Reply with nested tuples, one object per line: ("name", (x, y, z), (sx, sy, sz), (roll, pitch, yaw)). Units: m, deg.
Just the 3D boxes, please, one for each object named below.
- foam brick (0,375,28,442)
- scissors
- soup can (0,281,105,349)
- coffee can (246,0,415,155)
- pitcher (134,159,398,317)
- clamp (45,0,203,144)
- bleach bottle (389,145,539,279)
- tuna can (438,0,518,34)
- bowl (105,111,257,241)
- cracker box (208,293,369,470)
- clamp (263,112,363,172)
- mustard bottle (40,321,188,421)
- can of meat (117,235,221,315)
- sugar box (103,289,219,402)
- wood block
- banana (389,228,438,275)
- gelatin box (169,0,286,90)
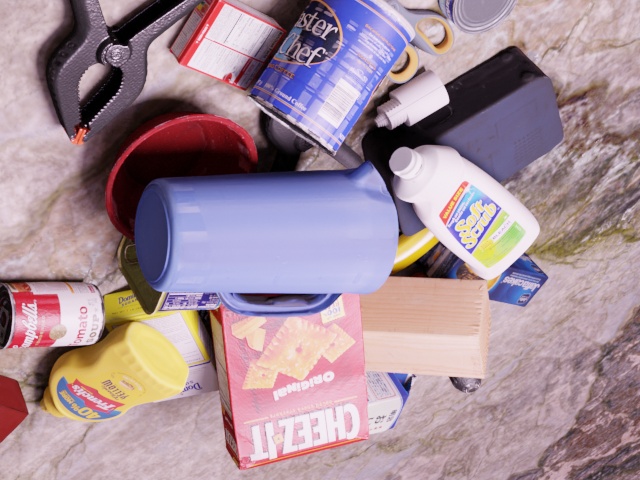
("foam brick", (-0.370, 0.191, 1.176), (0.078, 0.053, 0.051), (-45, 140, 10))
("scissors", (0.064, -0.223, 1.100), (0.201, 0.016, 0.096), (18, 118, -45))
("soup can", (-0.285, 0.078, 1.111), (0.102, 0.068, 0.069), (1, 129, -38))
("coffee can", (0.010, -0.167, 1.021), (0.140, 0.103, 0.102), (-56, 139, 0))
("pitcher", (-0.057, 0.001, 1.063), (0.242, 0.149, 0.145), (-2, 173, -30))
("clamp", (-0.193, -0.179, 0.941), (0.164, 0.036, 0.210), (12, 122, -43))
("bleach bottle", (0.150, -0.039, 1.197), (0.103, 0.068, 0.250), (-45, 141, 15))
("tuna can", (0.167, -0.262, 1.121), (0.086, 0.034, 0.086), (-20, 139, -19))
("bowl", (-0.146, -0.073, 1.068), (0.162, 0.055, 0.162), (-20, 139, -19))
("cracker box", (-0.034, 0.141, 1.221), (0.164, 0.072, 0.214), (-11, 110, -16))
("clamp", (-0.009, -0.113, 1.140), (0.120, 0.039, 0.171), (-20, 139, -20))
("mustard bottle", (-0.245, 0.157, 1.192), (0.192, 0.058, 0.096), (-25, 125, 31))
("can of meat", (-0.155, 0.030, 1.131), (0.083, 0.102, 0.057), (0, 128, -39))
("sugar box", (-0.177, 0.119, 1.231), (0.093, 0.048, 0.176), (-11, 143, 4))
("wood block", (0.100, 0.104, 1.311), (0.206, 0.090, 0.090), (2, 142, 17))
("banana", (0.111, -0.002, 1.341), (0.197, 0.037, 0.069), (-32, 141, -4))
("gelatin box", (-0.088, -0.190, 1.013), (0.089, 0.030, 0.073), (16, 118, -45))
